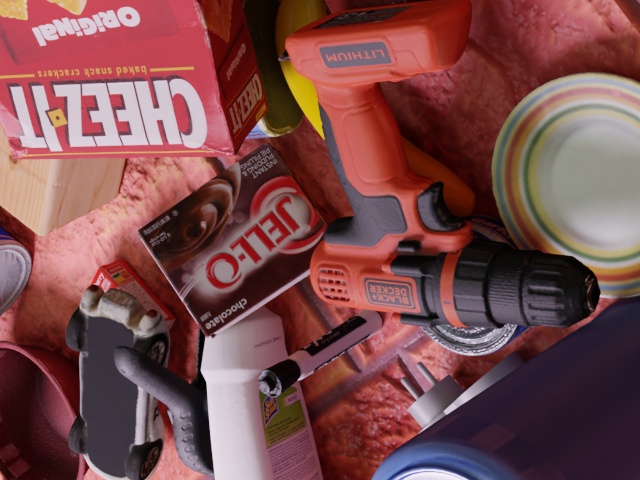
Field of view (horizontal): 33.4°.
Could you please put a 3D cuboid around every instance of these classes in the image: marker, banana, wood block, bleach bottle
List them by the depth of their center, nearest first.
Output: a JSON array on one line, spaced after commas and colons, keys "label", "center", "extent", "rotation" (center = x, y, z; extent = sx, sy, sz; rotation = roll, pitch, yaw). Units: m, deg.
[{"label": "banana", "center": [0.023, -0.087, 0.684], "extent": [0.070, 0.037, 0.198], "rotation": [-36, 83, 42]}, {"label": "marker", "center": [0.001, 0.074, 0.707], "extent": [0.020, 0.120, 0.020], "rotation": [15, 115, 34]}, {"label": "wood block", "center": [-0.194, -0.119, 0.795], "extent": [0.091, 0.090, 0.206], "rotation": [36, 130, 17]}, {"label": "bleach bottle", "center": [-0.040, 0.150, 0.797], "extent": [0.068, 0.102, 0.251], "rotation": [-6, 95, 27]}]

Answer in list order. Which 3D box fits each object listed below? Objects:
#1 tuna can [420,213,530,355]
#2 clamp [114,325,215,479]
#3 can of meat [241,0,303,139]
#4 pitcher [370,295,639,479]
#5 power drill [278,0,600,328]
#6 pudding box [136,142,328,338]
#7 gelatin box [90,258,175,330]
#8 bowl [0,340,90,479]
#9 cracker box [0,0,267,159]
[{"label": "tuna can", "center": [0.096, 0.029, 0.672], "extent": [0.086, 0.033, 0.086], "rotation": [15, 115, 34]}, {"label": "clamp", "center": [-0.095, 0.120, 0.807], "extent": [0.039, 0.120, 0.171], "rotation": [2, 112, 43]}, {"label": "can of meat", "center": [-0.063, -0.117, 0.728], "extent": [0.084, 0.057, 0.102], "rotation": [-1, 107, 36]}, {"label": "pitcher", "center": [0.128, 0.123, 0.543], "extent": [0.145, 0.242, 0.149], "rotation": [1, 101, 42]}, {"label": "power drill", "center": [0.060, -0.037, 0.602], "extent": [0.185, 0.057, 0.187], "rotation": [3, 115, 35]}, {"label": "pudding box", "center": [-0.055, 0.001, 0.740], "extent": [0.113, 0.039, 0.090], "rotation": [-35, 81, 1]}, {"label": "gelatin box", "center": [-0.170, 0.072, 0.902], "extent": [0.073, 0.030, 0.089], "rotation": [46, 129, 16]}, {"label": "bowl", "center": [-0.253, 0.159, 0.985], "extent": [0.162, 0.055, 0.162], "rotation": [15, 116, 34]}, {"label": "cracker box", "center": [-0.137, -0.153, 0.632], "extent": [0.164, 0.072, 0.214], "rotation": [1, 125, 20]}]
